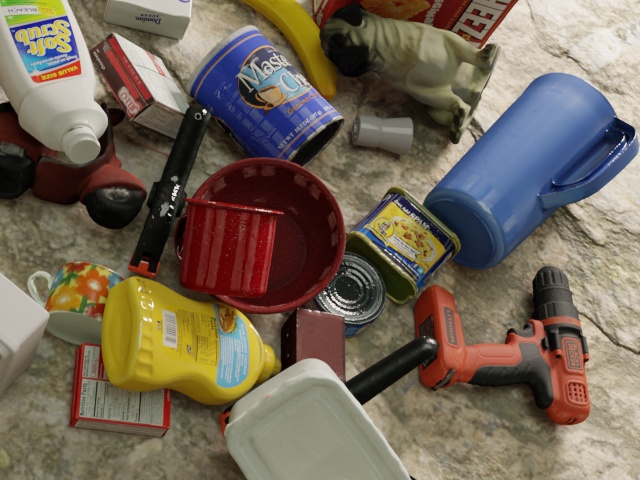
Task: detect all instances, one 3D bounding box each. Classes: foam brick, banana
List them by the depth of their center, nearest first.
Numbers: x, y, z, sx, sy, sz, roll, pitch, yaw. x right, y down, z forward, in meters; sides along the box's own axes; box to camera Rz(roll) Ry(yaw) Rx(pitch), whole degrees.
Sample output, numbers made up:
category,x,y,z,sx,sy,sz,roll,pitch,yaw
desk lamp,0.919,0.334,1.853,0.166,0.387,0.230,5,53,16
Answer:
category,x,y,z,sx,sy,sz,roll,pitch,yaw
foam brick,-0.008,0.114,1.043,0.051,0.053,0.078,10,58,-18
banana,-0.040,-0.246,1.247,0.198,0.037,0.069,44,71,6

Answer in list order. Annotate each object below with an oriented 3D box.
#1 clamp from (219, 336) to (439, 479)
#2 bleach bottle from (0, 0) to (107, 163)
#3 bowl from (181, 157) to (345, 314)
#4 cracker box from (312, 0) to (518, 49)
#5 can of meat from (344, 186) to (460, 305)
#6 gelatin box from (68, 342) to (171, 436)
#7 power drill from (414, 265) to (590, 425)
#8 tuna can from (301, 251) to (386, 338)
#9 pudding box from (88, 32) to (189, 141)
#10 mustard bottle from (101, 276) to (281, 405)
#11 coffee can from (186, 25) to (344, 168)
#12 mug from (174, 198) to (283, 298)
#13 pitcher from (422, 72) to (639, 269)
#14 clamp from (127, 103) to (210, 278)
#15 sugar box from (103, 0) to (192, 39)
category,x,y,z,sx,sy,sz,roll,pitch,yaw
clamp,0.012,0.179,0.999,0.210,0.036,0.164,-6,105,-8
bleach bottle,-0.258,-0.163,1.023,0.102,0.068,0.251,-6,45,-33
bowl,-0.057,0.001,1.068,0.162,0.055,0.162,1,72,-3
cracker box,0.117,-0.297,1.260,0.213,0.164,0.072,7,61,-19
can of meat,0.084,0.007,1.140,0.102,0.058,0.083,42,57,5
gelatin box,-0.181,0.136,0.972,0.089,0.030,0.073,10,60,-19
power drill,0.195,0.098,1.134,0.187,0.057,0.184,9,56,-17
tuna can,0.024,0.055,1.101,0.086,0.034,0.086,10,59,-17
pudding box,-0.180,-0.155,1.094,0.090,0.039,0.113,58,13,14
mustard bottle,-0.108,0.100,0.978,0.191,0.058,0.096,20,54,-43
coffee can,-0.059,-0.143,1.137,0.140,0.103,0.102,46,55,7
mug,-0.095,0.006,0.989,0.093,0.117,0.081,5,93,-52
pitcher,0.232,-0.075,1.198,0.145,0.149,0.242,44,58,6
clamp,-0.151,-0.043,1.059,0.039,0.120,0.171,21,77,-3
sugar box,-0.190,-0.319,1.217,0.093,0.048,0.176,10,58,-17
